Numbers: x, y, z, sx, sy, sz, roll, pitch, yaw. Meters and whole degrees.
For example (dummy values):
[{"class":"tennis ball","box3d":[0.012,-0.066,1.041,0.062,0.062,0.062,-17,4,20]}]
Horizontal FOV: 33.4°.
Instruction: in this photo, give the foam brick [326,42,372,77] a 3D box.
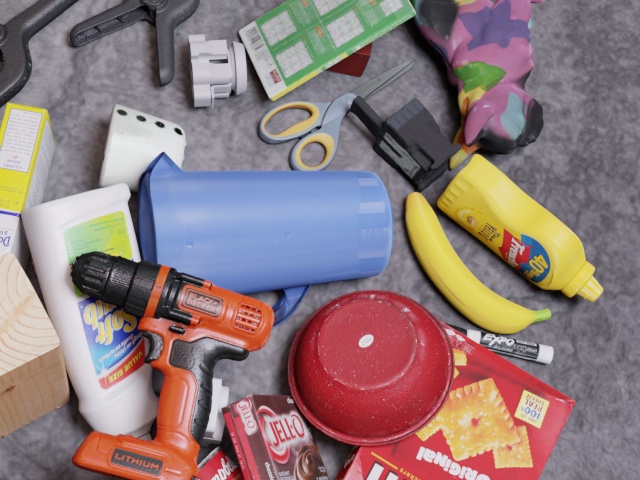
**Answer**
[{"class":"foam brick","box3d":[0.029,-0.230,1.189,0.053,0.051,0.078,10,68,-7]}]

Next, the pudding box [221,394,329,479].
[{"class":"pudding box","box3d":[-0.040,0.190,0.985,0.039,0.113,0.090,-24,74,16]}]

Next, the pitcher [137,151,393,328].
[{"class":"pitcher","box3d":[-0.057,0.001,1.053,0.242,0.149,0.145,-4,56,-16]}]

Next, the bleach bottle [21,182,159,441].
[{"class":"bleach bottle","box3d":[-0.197,0.080,0.996,0.102,0.068,0.251,-19,96,-37]}]

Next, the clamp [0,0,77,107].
[{"class":"clamp","box3d":[-0.354,-0.218,1.122,0.164,0.036,0.210,17,68,-4]}]

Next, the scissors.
[{"class":"scissors","box3d":[0.031,-0.132,1.171,0.201,0.016,0.096,-18,75,-16]}]

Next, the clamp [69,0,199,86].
[{"class":"clamp","box3d":[-0.176,-0.244,1.163,0.120,0.039,0.171,36,67,3]}]

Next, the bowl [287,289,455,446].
[{"class":"bowl","box3d":[0.045,0.107,1.002,0.162,0.055,0.162,-3,60,6]}]

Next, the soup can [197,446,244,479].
[{"class":"soup can","box3d":[-0.081,0.249,0.978,0.102,0.069,0.068,43,68,7]}]

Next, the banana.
[{"class":"banana","box3d":[0.149,0.035,1.120,0.198,0.037,0.069,44,51,6]}]

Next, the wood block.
[{"class":"wood block","box3d":[-0.278,0.100,0.923,0.090,0.206,0.090,-27,77,-19]}]

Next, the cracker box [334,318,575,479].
[{"class":"cracker box","box3d":[0.124,0.206,1.028,0.164,0.072,0.213,32,68,3]}]

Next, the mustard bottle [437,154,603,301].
[{"class":"mustard bottle","box3d":[0.214,-0.004,1.111,0.191,0.096,0.058,40,67,6]}]

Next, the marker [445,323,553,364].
[{"class":"marker","box3d":[0.181,0.106,1.105,0.121,0.020,0.020,13,68,-5]}]

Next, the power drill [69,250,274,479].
[{"class":"power drill","box3d":[-0.148,0.112,0.919,0.184,0.057,0.187,18,73,-4]}]

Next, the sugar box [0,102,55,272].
[{"class":"sugar box","box3d":[-0.299,-0.033,1.032,0.048,0.093,0.176,12,67,-4]}]
